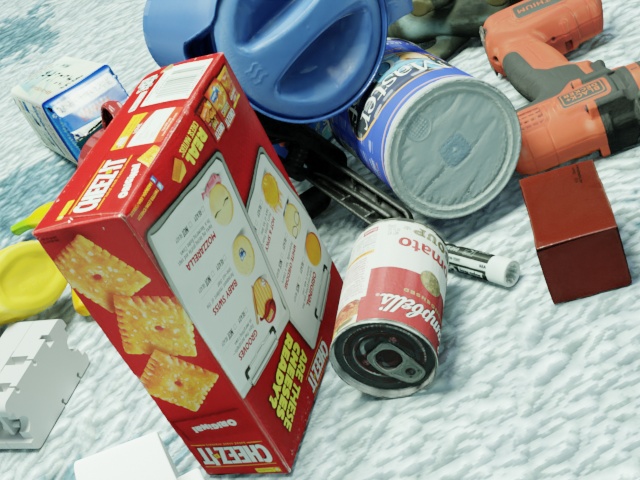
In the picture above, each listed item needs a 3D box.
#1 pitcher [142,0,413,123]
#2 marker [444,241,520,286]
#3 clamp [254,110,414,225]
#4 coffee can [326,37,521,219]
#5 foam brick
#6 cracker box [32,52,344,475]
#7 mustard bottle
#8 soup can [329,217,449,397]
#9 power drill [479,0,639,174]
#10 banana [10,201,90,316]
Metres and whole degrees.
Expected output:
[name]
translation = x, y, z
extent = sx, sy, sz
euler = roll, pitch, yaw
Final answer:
[pitcher]
translation = -0.049, -0.171, 0.843
extent = 0.145, 0.149, 0.243
euler = -62, 27, -1
[marker]
translation = 0.087, 0.010, 0.754
extent = 0.121, 0.020, 0.020
euler = 16, 52, 45
[clamp]
translation = -0.009, -0.062, 0.824
extent = 0.036, 0.164, 0.210
euler = -61, 7, 12
[coffee can]
translation = 0.073, -0.088, 0.801
extent = 0.102, 0.103, 0.140
euler = -30, 28, -5
[foam brick]
translation = 0.166, -0.006, 0.697
extent = 0.053, 0.051, 0.078
euler = -16, 36, 13
[cracker box]
translation = -0.068, 0.018, 0.672
extent = 0.072, 0.213, 0.164
euler = -9, 38, 26
[mustard bottle]
translation = -0.305, 0.060, 0.885
extent = 0.192, 0.058, 0.096
euler = -22, 9, 28
[soup can]
translation = 0.047, 0.042, 0.695
extent = 0.069, 0.068, 0.102
euler = -11, 37, 21
[power drill]
translation = 0.213, -0.139, 0.836
extent = 0.184, 0.057, 0.187
euler = -21, 35, 7
[banana]
translation = -0.217, 0.005, 0.945
extent = 0.069, 0.037, 0.198
euler = -52, 37, -3
